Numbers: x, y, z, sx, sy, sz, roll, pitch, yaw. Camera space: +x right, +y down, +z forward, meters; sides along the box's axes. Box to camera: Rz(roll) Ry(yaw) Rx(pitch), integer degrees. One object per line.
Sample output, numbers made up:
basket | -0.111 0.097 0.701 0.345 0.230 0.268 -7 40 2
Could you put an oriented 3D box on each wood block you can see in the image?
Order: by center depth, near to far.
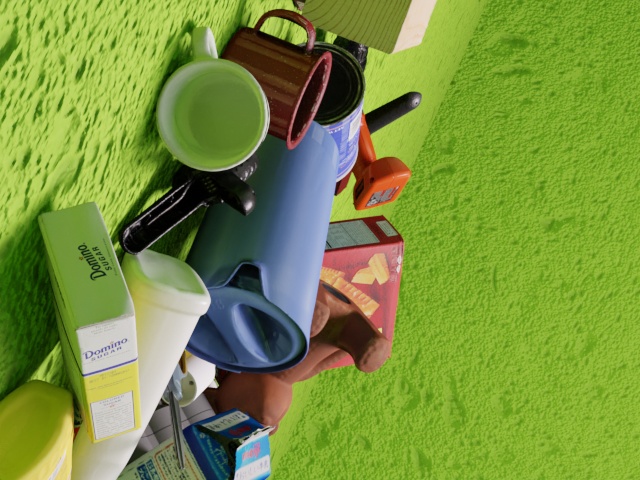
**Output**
wood block | 0.058 -0.240 1.024 0.206 0.091 0.090 -45 156 -73

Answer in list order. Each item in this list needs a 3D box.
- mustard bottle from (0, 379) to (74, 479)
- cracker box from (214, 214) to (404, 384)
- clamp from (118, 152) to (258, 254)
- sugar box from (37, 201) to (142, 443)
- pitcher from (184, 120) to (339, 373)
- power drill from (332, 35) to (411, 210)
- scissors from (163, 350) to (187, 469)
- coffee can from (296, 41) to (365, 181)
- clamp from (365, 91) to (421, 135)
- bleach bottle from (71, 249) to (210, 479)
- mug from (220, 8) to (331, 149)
mustard bottle | -0.223 0.195 0.806 0.192 0.058 0.096 105 7 -46
cracker box | -0.018 0.069 1.199 0.072 0.213 0.164 -129 -143 -51
clamp | -0.087 -0.048 0.892 0.171 0.120 0.039 -62 137 -53
sugar box | -0.157 0.061 0.742 0.048 0.093 0.176 -15 150 -20
pitcher | -0.057 0.001 1.027 0.145 0.149 0.242 45 43 -34
power drill | 0.048 -0.143 1.274 0.184 0.057 0.188 113 -40 -69
scissors | -0.138 0.113 0.940 0.202 0.016 0.096 -108 175 -71
coffee can | -0.007 -0.133 1.152 0.140 0.103 0.102 94 21 -67
clamp | 0.045 -0.149 1.433 0.036 0.165 0.210 19 105 -40
bleach bottle | -0.172 0.137 0.891 0.251 0.068 0.103 -67 -157 11
mug | -0.042 -0.149 0.944 0.093 0.081 0.117 -55 166 -56
